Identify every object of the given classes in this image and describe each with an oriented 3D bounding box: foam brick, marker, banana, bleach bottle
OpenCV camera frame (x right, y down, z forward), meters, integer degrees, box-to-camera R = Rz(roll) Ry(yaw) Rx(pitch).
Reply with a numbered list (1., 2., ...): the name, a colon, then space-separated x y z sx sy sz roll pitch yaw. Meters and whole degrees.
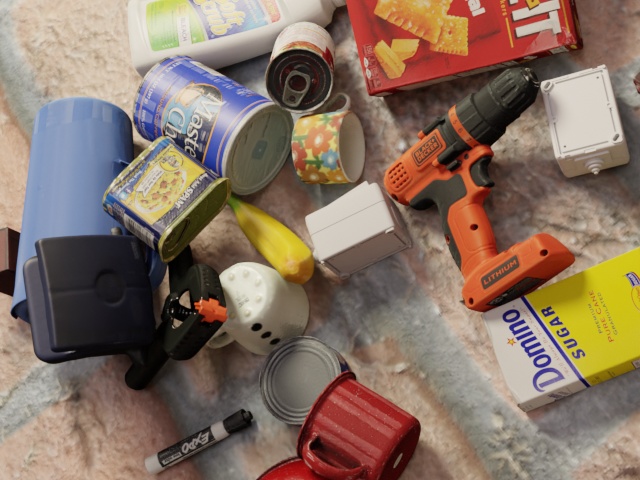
1. foam brick: -0.344 0.025 1.186 0.051 0.078 0.053 -16 66 19
2. marker: -0.120 0.200 1.064 0.121 0.020 0.020 -29 64 12
3. banana: -0.044 0.007 1.050 0.037 0.069 0.198 -60 32 7
4. bleach bottle: -0.087 -0.250 1.180 0.251 0.068 0.102 -14 69 16

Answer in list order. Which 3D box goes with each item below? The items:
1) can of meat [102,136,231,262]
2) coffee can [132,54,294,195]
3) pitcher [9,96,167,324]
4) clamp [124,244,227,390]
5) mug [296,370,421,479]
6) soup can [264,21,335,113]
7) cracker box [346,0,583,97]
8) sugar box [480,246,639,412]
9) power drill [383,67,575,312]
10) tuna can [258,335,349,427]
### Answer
1. can of meat: -0.153 -0.043 1.059 0.084 0.057 0.102 36 67 14
2. coffee can: -0.113 -0.123 1.123 0.140 0.102 0.103 31 86 28
3. pitcher: -0.247 -0.029 1.138 0.149 0.145 0.243 4 66 -17
4. clamp: -0.140 0.080 1.045 0.210 0.036 0.164 6 77 68
5. mug: 0.031 0.181 0.956 0.082 0.117 0.093 29 116 23
6. soup can: -0.019 -0.179 1.096 0.068 0.068 0.102 -24 23 14
7. cracker box: 0.133 -0.244 1.046 0.214 0.072 0.164 -11 94 20
8. sugar box: 0.239 0.075 0.938 0.176 0.048 0.093 -25 65 13
9. power drill: 0.158 -0.043 0.982 0.185 0.057 0.188 -41 58 33
10. tuna can: -0.014 0.138 1.032 0.086 0.033 0.086 -8 70 21
